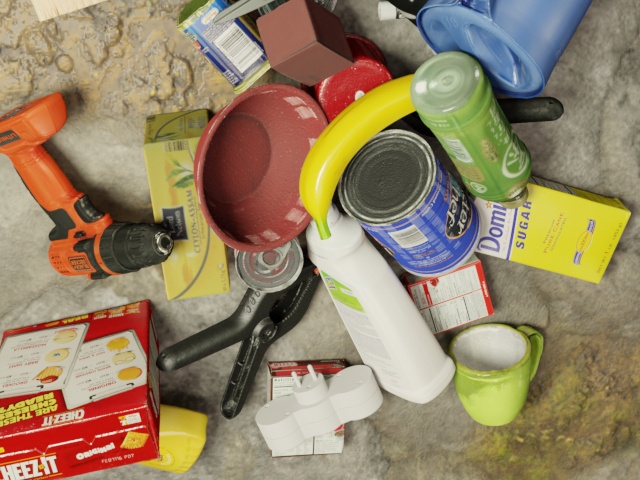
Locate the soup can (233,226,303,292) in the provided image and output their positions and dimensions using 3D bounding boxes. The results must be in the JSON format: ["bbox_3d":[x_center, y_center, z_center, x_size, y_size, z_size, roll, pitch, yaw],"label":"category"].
[{"bbox_3d":[-0.057,0.001,1.103,0.068,0.102,0.068,-3,114,-7],"label":"soup can"}]

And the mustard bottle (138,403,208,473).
[{"bbox_3d":[-0.228,0.205,1.178,0.191,0.058,0.096,17,140,-18],"label":"mustard bottle"}]

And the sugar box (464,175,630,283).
[{"bbox_3d":[0.239,-0.019,1.169,0.176,0.048,0.093,13,111,-15],"label":"sugar box"}]

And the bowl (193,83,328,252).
[{"bbox_3d":[-0.064,-0.073,1.010,0.161,0.055,0.162,-16,116,-38],"label":"bowl"}]

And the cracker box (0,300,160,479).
[{"bbox_3d":[-0.247,0.152,1.079,0.164,0.214,0.072,-12,116,-3],"label":"cracker box"}]

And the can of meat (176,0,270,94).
[{"bbox_3d":[-0.090,-0.195,1.015,0.057,0.102,0.084,-41,111,9],"label":"can of meat"}]

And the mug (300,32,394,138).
[{"bbox_3d":[0.021,-0.144,1.062,0.117,0.081,0.093,-39,113,9],"label":"mug"}]

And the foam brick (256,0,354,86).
[{"bbox_3d":[-0.014,-0.182,0.981,0.053,0.078,0.051,-24,73,23],"label":"foam brick"}]

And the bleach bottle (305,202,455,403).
[{"bbox_3d":[0.054,0.060,1.127,0.068,0.103,0.250,-45,127,-23],"label":"bleach bottle"}]

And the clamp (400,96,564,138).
[{"bbox_3d":[0.158,-0.129,1.087,0.171,0.039,0.120,16,146,-15],"label":"clamp"}]

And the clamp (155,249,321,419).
[{"bbox_3d":[-0.075,0.089,1.139,0.210,0.036,0.164,-51,146,0],"label":"clamp"}]

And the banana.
[{"bbox_3d":[0.040,-0.097,1.011,0.069,0.037,0.198,39,91,-29],"label":"banana"}]

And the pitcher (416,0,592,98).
[{"bbox_3d":[0.207,-0.258,0.990,0.145,0.149,0.242,37,80,-19],"label":"pitcher"}]

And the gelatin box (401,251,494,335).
[{"bbox_3d":[0.143,0.061,1.198,0.089,0.030,0.073,-19,116,0],"label":"gelatin box"}]

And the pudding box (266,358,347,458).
[{"bbox_3d":[-0.016,0.193,1.228,0.090,0.039,0.113,-1,111,-7],"label":"pudding box"}]

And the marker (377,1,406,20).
[{"bbox_3d":[0.119,-0.235,1.072,0.121,0.020,0.020,-6,114,-6],"label":"marker"}]

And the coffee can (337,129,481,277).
[{"bbox_3d":[0.092,-0.035,1.078,0.103,0.103,0.140,-37,146,8],"label":"coffee can"}]

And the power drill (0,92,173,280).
[{"bbox_3d":[-0.238,-0.047,1.034,0.185,0.057,0.187,-8,116,44],"label":"power drill"}]
